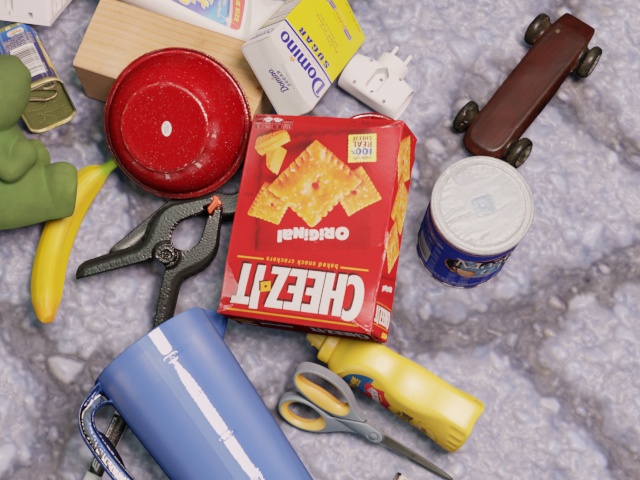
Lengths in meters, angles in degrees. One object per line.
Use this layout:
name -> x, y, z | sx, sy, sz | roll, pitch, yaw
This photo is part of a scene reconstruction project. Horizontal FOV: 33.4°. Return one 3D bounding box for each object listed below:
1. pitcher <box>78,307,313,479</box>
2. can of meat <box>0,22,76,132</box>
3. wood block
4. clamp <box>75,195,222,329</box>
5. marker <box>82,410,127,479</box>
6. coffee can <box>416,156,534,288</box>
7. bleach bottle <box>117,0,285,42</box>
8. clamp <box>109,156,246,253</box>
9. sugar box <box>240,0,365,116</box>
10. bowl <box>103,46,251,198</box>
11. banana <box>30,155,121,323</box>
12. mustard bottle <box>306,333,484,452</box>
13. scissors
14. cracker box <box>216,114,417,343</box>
pitcher -> -0.113, 0.202, 1.054 | 0.149, 0.144, 0.243 | -41, 79, 23
can of meat -> -0.318, -0.180, 1.177 | 0.057, 0.102, 0.084 | -25, 74, -8
wood block -> -0.156, -0.184, 1.186 | 0.206, 0.091, 0.090 | 18, 74, 5
clamp -> -0.160, 0.027, 1.134 | 0.171, 0.039, 0.120 | -38, 99, 0
marker -> -0.224, 0.224, 1.100 | 0.020, 0.020, 0.121 | 22, 74, 5
coffee can -> 0.158, -0.016, 1.114 | 0.103, 0.140, 0.103 | 0, 73, -1
bleach bottle -> -0.130, -0.279, 1.197 | 0.250, 0.068, 0.102 | 22, 77, -10
clamp -> -0.140, -0.074, 1.181 | 0.210, 0.036, 0.164 | -11, 75, -1
sugar box -> -0.014, -0.214, 1.155 | 0.048, 0.093, 0.176 | -15, 28, 32
bowl -> -0.155, -0.119, 1.108 | 0.162, 0.055, 0.162 | 1, 101, 7
banana -> -0.275, -0.005, 1.145 | 0.037, 0.070, 0.197 | 29, 69, -31
mustard bottle -> 0.070, 0.142, 1.089 | 0.192, 0.096, 0.058 | 32, 75, 8
scissors -> 0.037, 0.201, 1.105 | 0.201, 0.096, 0.016 | 44, 37, -15
cracker box -> -0.002, -0.016, 1.067 | 0.164, 0.072, 0.213 | 6, 79, 20
